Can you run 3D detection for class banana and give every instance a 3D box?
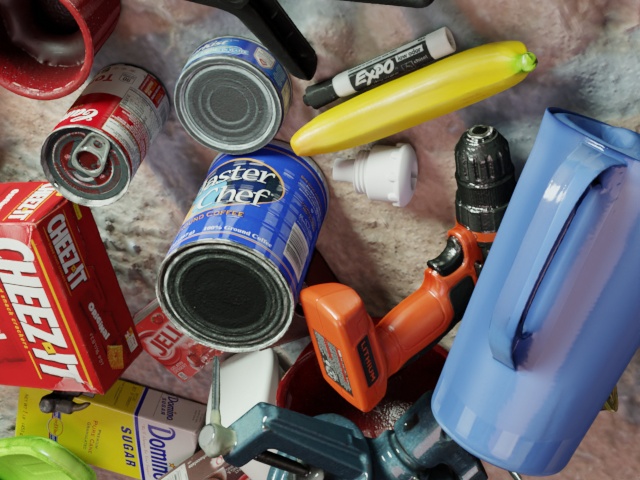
[{"bbox_3d":[0.070,-0.103,0.755,0.198,0.069,0.037,-19,87,33],"label":"banana"}]

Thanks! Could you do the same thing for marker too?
[{"bbox_3d":[0.040,-0.123,0.775,0.121,0.020,0.020,-20,119,25],"label":"marker"}]

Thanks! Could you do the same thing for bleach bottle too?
[{"bbox_3d":[-0.008,0.216,0.996,0.068,0.102,0.250,-24,123,22],"label":"bleach bottle"}]

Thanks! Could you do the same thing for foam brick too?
[{"bbox_3d":[-0.029,0.049,0.897,0.078,0.051,0.053,-21,118,26],"label":"foam brick"}]

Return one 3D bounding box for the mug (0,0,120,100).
[{"bbox_3d":[-0.202,-0.167,0.761,0.117,0.081,0.093,37,125,-14],"label":"mug"}]

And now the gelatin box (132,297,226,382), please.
[{"bbox_3d":[-0.120,0.079,0.953,0.073,0.030,0.089,43,123,-18],"label":"gelatin box"}]

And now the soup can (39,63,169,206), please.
[{"bbox_3d":[-0.159,-0.081,0.800,0.068,0.102,0.068,6,127,9],"label":"soup can"}]

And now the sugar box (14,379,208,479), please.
[{"bbox_3d":[-0.204,0.179,1.037,0.176,0.048,0.093,18,128,2],"label":"sugar box"}]

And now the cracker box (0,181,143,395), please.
[{"bbox_3d":[-0.270,0.038,0.863,0.214,0.072,0.164,1,124,26],"label":"cracker box"}]

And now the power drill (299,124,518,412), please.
[{"bbox_3d":[0.078,0.026,0.786,0.187,0.057,0.184,-30,127,-20],"label":"power drill"}]

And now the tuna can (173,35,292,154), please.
[{"bbox_3d":[-0.066,-0.108,0.802,0.086,0.033,0.086,7,127,9],"label":"tuna can"}]

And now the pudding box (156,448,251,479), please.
[{"bbox_3d":[-0.094,0.236,1.023,0.113,0.039,0.090,-34,133,14],"label":"pudding box"}]

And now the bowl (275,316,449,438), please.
[{"bbox_3d":[0.041,0.116,0.914,0.162,0.055,0.162,-3,131,-3],"label":"bowl"}]

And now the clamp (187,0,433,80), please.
[{"bbox_3d":[-0.051,-0.167,0.691,0.209,0.036,0.165,18,160,-19],"label":"clamp"}]

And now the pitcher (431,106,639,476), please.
[{"bbox_3d":[0.165,0.039,0.737,0.149,0.145,0.243,17,108,-16],"label":"pitcher"}]

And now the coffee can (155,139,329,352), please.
[{"bbox_3d":[-0.055,0.001,0.812,0.103,0.140,0.103,7,127,9],"label":"coffee can"}]
